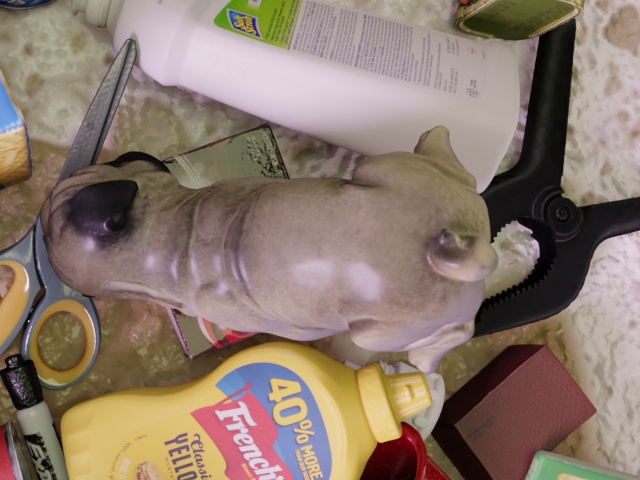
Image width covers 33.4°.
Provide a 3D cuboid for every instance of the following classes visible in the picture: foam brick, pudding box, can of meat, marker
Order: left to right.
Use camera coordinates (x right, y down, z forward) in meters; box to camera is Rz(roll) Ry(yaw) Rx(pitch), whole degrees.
[{"bbox_3d":[-0.147,0.119,0.578,0.020,0.020,0.121,-19,99,-15],"label":"marker"},{"bbox_3d":[-0.054,0.001,0.611,0.090,0.039,0.113,-21,90,-14],"label":"pudding box"},{"bbox_3d":[0.112,0.105,0.637,0.078,0.051,0.053,-37,94,-15],"label":"foam brick"},{"bbox_3d":[0.124,-0.173,0.640,0.057,0.102,0.084,11,84,-14],"label":"can of meat"}]

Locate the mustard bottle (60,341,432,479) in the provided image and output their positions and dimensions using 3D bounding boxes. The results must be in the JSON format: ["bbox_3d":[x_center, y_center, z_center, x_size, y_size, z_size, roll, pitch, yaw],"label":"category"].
[{"bbox_3d":[-0.034,0.106,0.566,0.191,0.058,0.096,-18,85,5],"label":"mustard bottle"}]

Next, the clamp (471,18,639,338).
[{"bbox_3d":[0.153,-0.013,0.666,0.164,0.036,0.210,37,80,-9],"label":"clamp"}]

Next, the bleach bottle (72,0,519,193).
[{"bbox_3d":[-0.014,-0.106,0.612,0.250,0.068,0.102,18,37,-6],"label":"bleach bottle"}]

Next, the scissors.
[{"bbox_3d":[-0.129,-0.001,0.581,0.096,0.016,0.202,39,93,-17],"label":"scissors"}]
